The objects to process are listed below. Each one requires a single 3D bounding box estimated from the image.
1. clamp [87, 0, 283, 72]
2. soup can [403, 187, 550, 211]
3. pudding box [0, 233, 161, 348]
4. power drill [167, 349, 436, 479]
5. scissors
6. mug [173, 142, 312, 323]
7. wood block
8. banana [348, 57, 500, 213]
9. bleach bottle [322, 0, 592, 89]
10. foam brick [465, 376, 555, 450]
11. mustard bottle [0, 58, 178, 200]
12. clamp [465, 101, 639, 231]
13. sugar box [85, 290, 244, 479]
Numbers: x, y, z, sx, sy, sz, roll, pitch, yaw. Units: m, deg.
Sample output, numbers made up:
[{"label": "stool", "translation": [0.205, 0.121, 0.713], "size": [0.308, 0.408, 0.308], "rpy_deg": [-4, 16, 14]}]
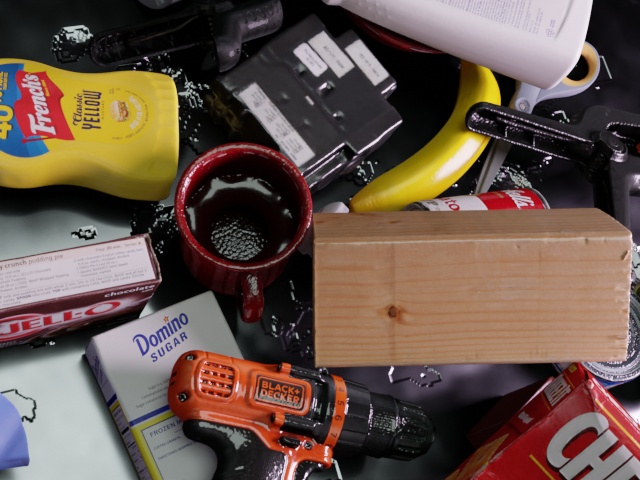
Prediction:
[{"label": "clamp", "translation": [-0.073, -0.157, 0.785], "size": [0.120, 0.039, 0.171], "rpy_deg": [18, 35, 31]}, {"label": "soup can", "translation": [0.119, -0.002, 0.822], "size": [0.102, 0.069, 0.068], "rpy_deg": [-7, 74, -21]}, {"label": "pudding box", "translation": [-0.169, 0.035, 0.698], "size": [0.113, 0.090, 0.039], "rpy_deg": [-13, 76, -23]}, {"label": "power drill", "translation": [-0.017, 0.171, 0.671], "size": [0.184, 0.057, 0.187], "rpy_deg": [14, 61, -14]}, {"label": "scissors", "translation": [0.189, -0.112, 0.913], "size": [0.096, 0.016, 0.201], "rpy_deg": [18, 67, -13]}, {"label": "mug", "translation": [-0.055, 0.001, 0.747], "size": [0.093, 0.081, 0.117], "rpy_deg": [-8, 72, -12]}, {"label": "wood block", "translation": [0.097, 0.030, 0.733], "size": [0.206, 0.090, 0.091], "rpy_deg": [-1, 103, -1]}, {"label": "banana", "translation": [0.097, -0.080, 0.862], "size": [0.070, 0.037, 0.197], "rpy_deg": [20, 59, 23]}, {"label": "bleach bottle", "translation": [0.081, -0.204, 0.821], "size": [0.250, 0.068, 0.102], "rpy_deg": [19, 66, -9]}, {"label": "foam brick", "translation": [0.153, 0.140, 0.779], "size": [0.051, 0.078, 0.053], "rpy_deg": [-39, 87, -25]}, {"label": "mustard bottle", "translation": [-0.198, -0.081, 0.746], "size": [0.191, 0.058, 0.096], "rpy_deg": [4, 61, -17]}, {"label": "clamp", "translation": [0.230, -0.059, 0.860], "size": [0.209, 0.036, 0.165], "rpy_deg": [-12, 57, -41]}, {"label": "sugar box", "translation": [-0.081, 0.132, 0.720], "size": [0.093, 0.048, 0.176], "rpy_deg": [-21, 77, -25]}]
